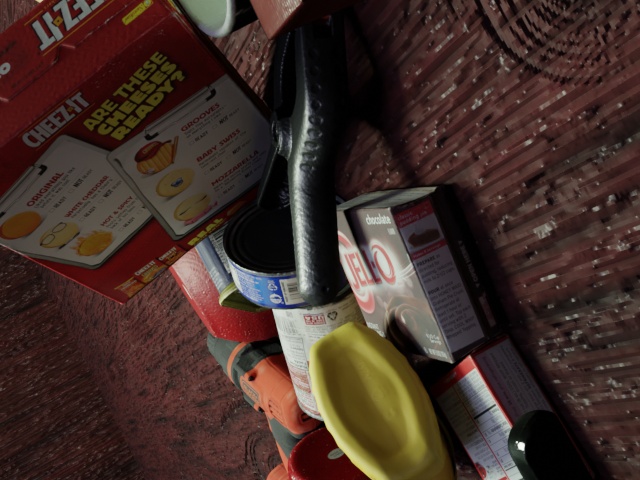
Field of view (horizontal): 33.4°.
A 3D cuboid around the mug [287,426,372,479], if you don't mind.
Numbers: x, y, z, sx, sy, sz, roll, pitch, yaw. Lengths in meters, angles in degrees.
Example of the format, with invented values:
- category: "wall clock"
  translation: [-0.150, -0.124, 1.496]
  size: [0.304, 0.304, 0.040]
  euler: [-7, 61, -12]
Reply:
- category: "mug"
  translation: [0.030, 0.201, 0.835]
  size: [0.117, 0.093, 0.081]
  euler: [8, 123, 30]

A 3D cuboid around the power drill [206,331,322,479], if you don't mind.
- category: "power drill"
  translation: [-0.040, 0.177, 1.007]
  size: [0.185, 0.057, 0.187]
  euler: [33, 145, 55]

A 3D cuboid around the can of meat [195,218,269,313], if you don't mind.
- category: "can of meat"
  translation: [-0.055, 0.001, 0.781]
  size: [0.084, 0.057, 0.102]
  euler: [61, -169, 15]

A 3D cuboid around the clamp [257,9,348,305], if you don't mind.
- category: "clamp"
  translation: [-0.006, -0.051, 0.601]
  size: [0.120, 0.039, 0.171]
  euler: [-120, 26, -43]

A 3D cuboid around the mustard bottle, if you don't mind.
- category: "mustard bottle"
  translation: [0.047, 0.120, 0.665]
  size: [0.096, 0.058, 0.191]
  euler: [57, 179, 25]

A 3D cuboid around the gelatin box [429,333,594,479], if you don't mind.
- category: "gelatin box"
  translation: [0.104, 0.104, 0.589]
  size: [0.089, 0.030, 0.073]
  euler: [59, 159, 14]

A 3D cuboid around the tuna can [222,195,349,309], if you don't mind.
- category: "tuna can"
  translation: [-0.018, 0.005, 0.689]
  size: [0.086, 0.086, 0.034]
  euler: [42, 154, 46]

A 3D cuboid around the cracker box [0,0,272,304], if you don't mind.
- category: "cracker box"
  translation: [-0.120, -0.058, 0.642]
  size: [0.072, 0.164, 0.213]
  euler: [54, -175, 25]

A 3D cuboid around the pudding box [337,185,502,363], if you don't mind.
- category: "pudding box"
  translation: [0.048, 0.017, 0.605]
  size: [0.090, 0.039, 0.114]
  euler: [66, 161, -8]

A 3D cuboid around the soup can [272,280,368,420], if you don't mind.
- category: "soup can"
  translation: [0.007, 0.063, 0.728]
  size: [0.069, 0.068, 0.102]
  euler: [38, 148, 51]

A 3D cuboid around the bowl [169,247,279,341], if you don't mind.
- category: "bowl"
  translation: [-0.092, 0.030, 0.913]
  size: [0.162, 0.055, 0.162]
  euler: [55, 170, 14]
